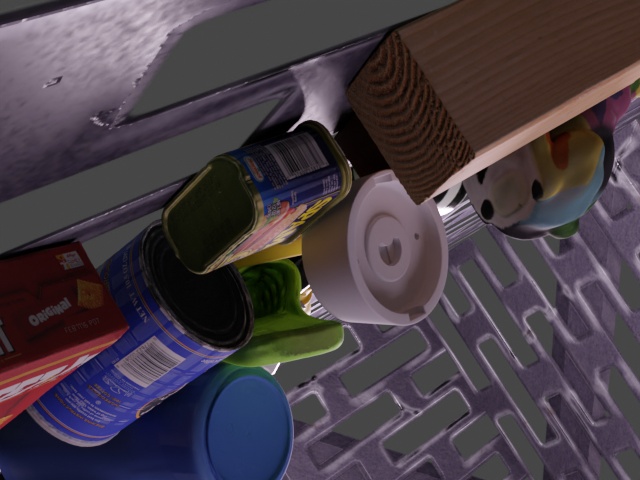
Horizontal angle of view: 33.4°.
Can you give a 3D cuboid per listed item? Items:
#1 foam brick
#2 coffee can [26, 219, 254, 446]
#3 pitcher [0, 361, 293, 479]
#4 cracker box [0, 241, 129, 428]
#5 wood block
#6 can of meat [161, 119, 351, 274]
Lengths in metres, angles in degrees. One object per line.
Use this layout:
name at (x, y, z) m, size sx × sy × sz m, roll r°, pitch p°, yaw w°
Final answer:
foam brick at (0.054, -0.079, 0.769) m, size 0.052 × 0.051 × 0.078 m, roll -28°, pitch 172°, yaw -27°
coffee can at (-0.130, 0.065, 0.734) m, size 0.140 × 0.103 × 0.102 m, roll -36°, pitch 172°, yaw 26°
pitcher at (-0.144, 0.165, 0.857) m, size 0.243 × 0.149 × 0.144 m, roll -8°, pitch -166°, yaw 41°
cracker box at (-0.236, 0.096, 0.609) m, size 0.214 × 0.072 × 0.164 m, roll -37°, pitch 173°, yaw 26°
wood block at (0.132, -0.117, 0.691) m, size 0.205 × 0.091 × 0.090 m, roll -30°, pitch 173°, yaw -25°
can of meat at (-0.043, -0.026, 0.689) m, size 0.083 × 0.057 × 0.102 m, roll -23°, pitch 169°, yaw -43°
